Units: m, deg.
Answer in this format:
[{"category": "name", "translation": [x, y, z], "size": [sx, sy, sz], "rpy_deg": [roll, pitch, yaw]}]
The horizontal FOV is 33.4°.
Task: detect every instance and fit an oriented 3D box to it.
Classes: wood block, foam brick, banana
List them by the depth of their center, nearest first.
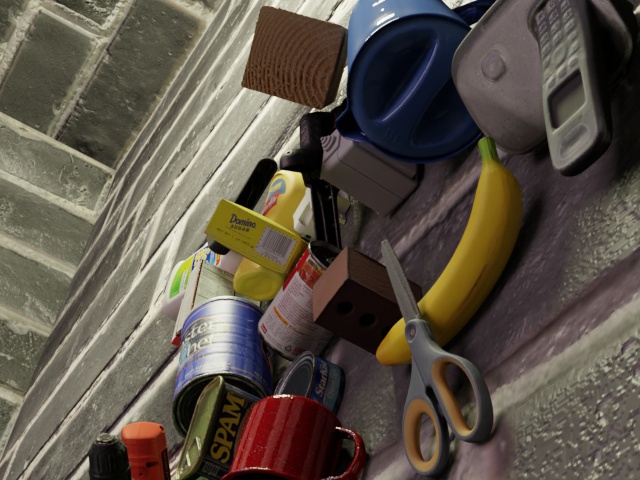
[{"category": "banana", "translation": [0.102, 0.025, 0.793], "size": [0.198, 0.037, 0.070], "rpy_deg": [-64, 25, 17]}, {"category": "foam brick", "translation": [0.039, 0.052, 0.879], "size": [0.053, 0.078, 0.051], "rpy_deg": [-54, 17, 28]}, {"category": "wood block", "translation": [-0.021, -0.203, 1.187], "size": [0.206, 0.091, 0.090], "rpy_deg": [-64, -10, -79]}]

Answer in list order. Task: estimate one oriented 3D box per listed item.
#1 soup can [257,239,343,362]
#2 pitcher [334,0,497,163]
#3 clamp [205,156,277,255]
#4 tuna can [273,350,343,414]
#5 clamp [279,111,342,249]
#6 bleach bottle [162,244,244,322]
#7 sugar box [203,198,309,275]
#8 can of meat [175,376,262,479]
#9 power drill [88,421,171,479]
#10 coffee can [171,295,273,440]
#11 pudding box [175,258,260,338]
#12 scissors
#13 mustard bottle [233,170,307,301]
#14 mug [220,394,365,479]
[{"category": "soup can", "translation": [-0.008, 0.060, 1.024], "size": [0.102, 0.068, 0.068], "rpy_deg": [-57, 17, 20]}, {"category": "pitcher", "translation": [0.095, -0.179, 1.013], "size": [0.243, 0.149, 0.145], "rpy_deg": [-93, 16, -66]}, {"category": "clamp", "translation": [-0.106, -0.020, 1.306], "size": [0.172, 0.039, 0.120], "rpy_deg": [-48, 15, 55]}, {"category": "tuna can", "translation": [-0.014, 0.146, 0.969], "size": [0.086, 0.033, 0.086], "rpy_deg": [-54, 18, 27]}, {"category": "clamp", "translation": [-0.004, -0.076, 1.093], "size": [0.036, 0.164, 0.210], "rpy_deg": [-9, 44, 12]}, {"category": "bleach bottle", "translation": [-0.133, 0.032, 1.461], "size": [0.251, 0.068, 0.102], "rpy_deg": [-38, 29, 50]}, {"category": "sugar box", "translation": [-0.057, 0.001, 1.120], "size": [0.048, 0.093, 0.176], "rpy_deg": [-63, -6, 1]}, {"category": "can of meat", "translation": [-0.079, 0.192, 1.004], "size": [0.058, 0.084, 0.102], "rpy_deg": [-44, 25, 48]}, {"category": "power drill", "translation": [-0.212, 0.271, 1.177], "size": [0.187, 0.057, 0.184], "rpy_deg": [-76, -16, -75]}, {"category": "coffee can", "translation": [-0.100, 0.138, 1.118], "size": [0.103, 0.102, 0.140], "rpy_deg": [-55, 18, 24]}, {"category": "pudding box", "translation": [-0.120, 0.086, 1.285], "size": [0.039, 0.090, 0.113], "rpy_deg": [-51, 20, 32]}, {"category": "scissors", "translation": [0.065, 0.087, 0.769], "size": [0.096, 0.016, 0.202], "rpy_deg": [-66, 30, 20]}, {"category": "mustard bottle", "translation": [-0.046, -0.025, 1.289], "size": [0.096, 0.058, 0.191], "rpy_deg": [-43, 24, 60]}, {"category": "mug", "translation": [-0.017, 0.177, 0.859], "size": [0.117, 0.093, 0.081], "rpy_deg": [-13, 38, 28]}]
